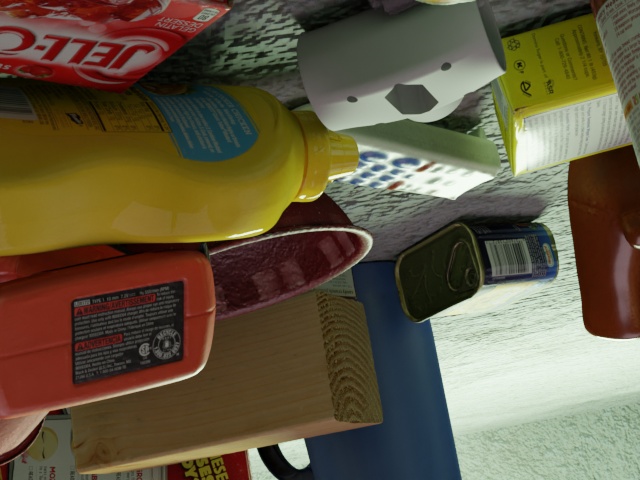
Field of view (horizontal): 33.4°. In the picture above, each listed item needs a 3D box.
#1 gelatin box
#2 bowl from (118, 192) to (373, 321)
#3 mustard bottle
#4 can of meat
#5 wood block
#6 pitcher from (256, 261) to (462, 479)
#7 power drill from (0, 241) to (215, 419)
[{"bbox_3d":[-0.087,-0.083,0.369,0.089,0.030,0.073,5,157,-43],"label":"gelatin box"},{"bbox_3d":[-0.054,0.001,0.612,0.162,0.055,0.162,-17,166,-5],"label":"bowl"},{"bbox_3d":[-0.070,-0.034,0.443,0.191,0.096,0.058,-4,120,-28],"label":"mustard bottle"},{"bbox_3d":[0.121,0.023,0.821,0.083,0.057,0.102,-3,162,-32],"label":"can of meat"},{"bbox_3d":[-0.071,0.106,0.772,0.206,0.091,0.090,-16,164,22],"label":"wood block"},{"bbox_3d":[0.035,0.151,0.862,0.144,0.243,0.149,2,153,-30],"label":"pitcher"},{"bbox_3d":[-0.149,0.017,0.472,0.184,0.057,0.188,-12,-158,-36],"label":"power drill"}]
